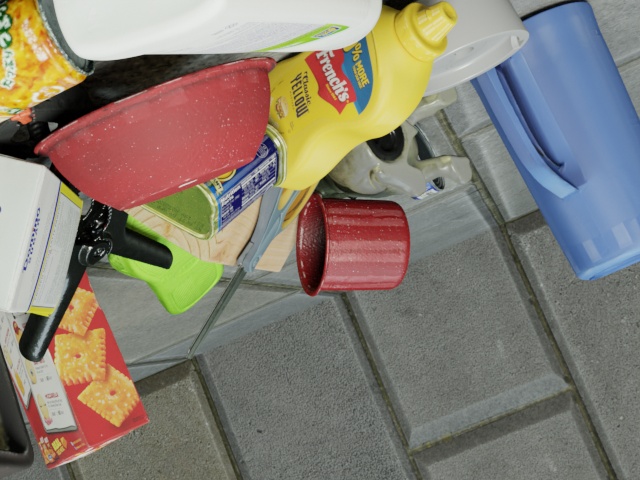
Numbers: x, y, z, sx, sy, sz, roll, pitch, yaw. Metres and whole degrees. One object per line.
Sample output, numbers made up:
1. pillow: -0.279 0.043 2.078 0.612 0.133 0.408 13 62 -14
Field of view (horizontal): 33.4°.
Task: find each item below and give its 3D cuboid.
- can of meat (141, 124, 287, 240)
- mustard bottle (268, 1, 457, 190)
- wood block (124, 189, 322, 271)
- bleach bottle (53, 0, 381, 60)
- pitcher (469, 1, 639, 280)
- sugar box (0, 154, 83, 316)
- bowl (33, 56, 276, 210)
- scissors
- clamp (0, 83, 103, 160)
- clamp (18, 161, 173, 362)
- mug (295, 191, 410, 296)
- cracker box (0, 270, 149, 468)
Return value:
1. can of meat: -0.089 -0.055 0.780 0.083 0.102 0.057 -44 150 -38
2. mustard bottle: 0.025 -0.117 0.779 0.058 0.096 0.192 11 150 -41
3. wood block: -0.080 -0.035 0.940 0.091 0.090 0.206 -60 166 4
4. bleach bottle: -0.036 -0.138 0.612 0.103 0.068 0.250 -9 -178 25
5. pitcher: 0.235 -0.089 0.998 0.149 0.243 0.145 -22 170 -6
6. sugar box: -0.201 0.001 0.717 0.048 0.093 0.176 13 174 -2
7. bowl: -0.094 -0.060 0.672 0.162 0.055 0.162 -21 -178 1
8. scissors: -0.056 0.001 0.875 0.201 0.016 0.096 -54 163 -21
9. clamp: -0.179 -0.078 0.709 0.120 0.039 0.172 -27 180 -17
10. clamp: -0.202 0.009 0.889 0.164 0.036 0.210 -42 154 -22
11. mug: 0.026 -0.003 0.967 0.081 0.117 0.093 1 122 -18
12. cracker box: -0.254 0.101 1.031 0.072 0.214 0.164 -19 171 -31
